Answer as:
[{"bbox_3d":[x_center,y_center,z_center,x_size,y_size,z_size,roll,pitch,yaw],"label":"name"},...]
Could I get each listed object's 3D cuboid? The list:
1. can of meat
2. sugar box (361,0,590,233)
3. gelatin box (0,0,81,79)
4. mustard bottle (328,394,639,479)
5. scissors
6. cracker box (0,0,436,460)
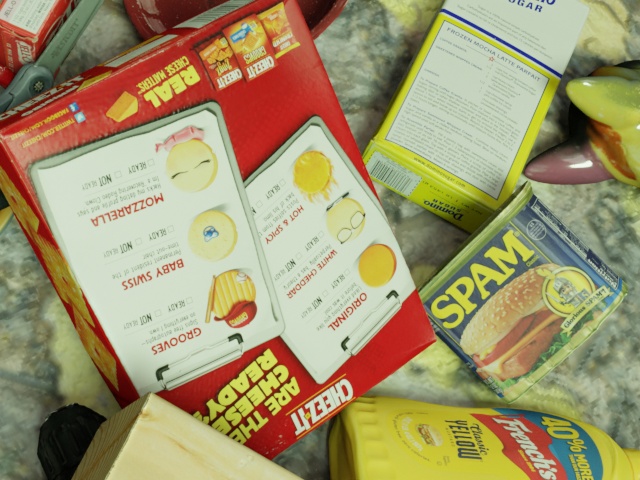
[{"bbox_3d":[0.112,0.031,0.616,0.084,0.102,0.057,45,22,3],"label":"can of meat"},{"bbox_3d":[0.101,-0.100,0.691,0.093,0.048,0.176,29,63,-3],"label":"sugar box"},{"bbox_3d":[-0.160,-0.137,0.630,0.030,0.073,0.089,23,66,-3],"label":"gelatin box"},{"bbox_3d":[0.104,0.130,0.583,0.191,0.058,0.096,6,26,-12],"label":"mustard bottle"},{"bbox_3d":[-0.171,-0.082,0.569,0.016,0.096,0.202,32,101,36],"label":"scissors"},{"bbox_3d":[-0.054,0.001,0.554,0.164,0.072,0.213,-32,112,-21],"label":"cracker box"}]
